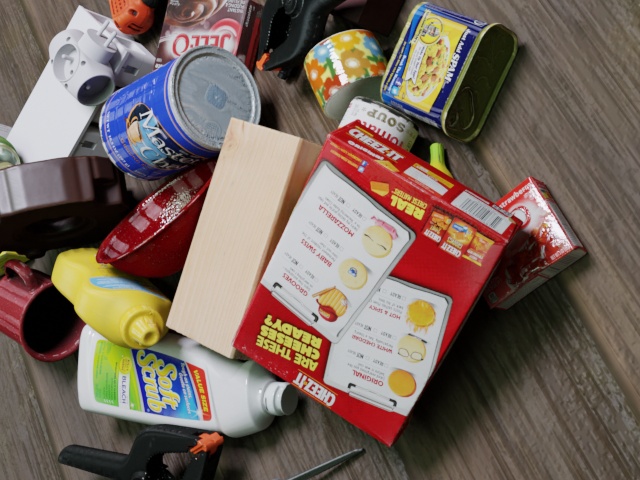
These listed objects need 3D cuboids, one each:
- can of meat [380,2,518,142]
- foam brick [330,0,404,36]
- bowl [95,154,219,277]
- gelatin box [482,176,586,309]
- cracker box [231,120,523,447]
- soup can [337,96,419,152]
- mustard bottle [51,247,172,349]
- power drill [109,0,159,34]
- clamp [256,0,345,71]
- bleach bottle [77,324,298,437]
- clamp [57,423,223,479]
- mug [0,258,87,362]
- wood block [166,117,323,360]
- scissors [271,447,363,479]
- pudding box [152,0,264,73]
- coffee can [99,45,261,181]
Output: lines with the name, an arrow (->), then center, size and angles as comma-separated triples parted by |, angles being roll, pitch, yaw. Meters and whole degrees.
can of meat -> 0.108, -0.147, 0.921 | 0.084, 0.057, 0.102 | 31, 101, 38
foam brick -> 0.032, -0.230, 0.995 | 0.078, 0.051, 0.053 | 29, 100, 36
bowl -> -0.145, -0.014, 1.061 | 0.162, 0.055, 0.162 | -34, 19, 14
gelatin box -> 0.160, 0.004, 0.874 | 0.089, 0.030, 0.073 | -39, 61, 26
cracker box -> 0.043, 0.035, 0.875 | 0.164, 0.072, 0.214 | 32, 117, 12
soup can -> 0.036, -0.067, 0.945 | 0.069, 0.068, 0.102 | 25, 86, 37
mustard bottle -> -0.198, 0.062, 1.057 | 0.192, 0.096, 0.058 | 32, 104, 58
power drill -> -0.171, -0.341, 1.165 | 0.188, 0.057, 0.184 | -29, 65, 32
clamp -> -0.008, -0.214, 0.960 | 0.120, 0.039, 0.172 | 58, 138, 40
bleach bottle -> -0.131, 0.136, 1.053 | 0.251, 0.068, 0.102 | 1, 87, 35
clamp -> -0.163, 0.249, 1.047 | 0.210, 0.036, 0.164 | -31, 83, 35
mug -> -0.316, 0.069, 1.176 | 0.082, 0.117, 0.093 | 19, 50, 42
wood block -> -0.056, 0.001, 1.001 | 0.091, 0.090, 0.206 | 21, 95, 37
scissors -> -0.062, 0.227, 0.974 | 0.202, 0.096, 0.016 | -41, 41, 28
pudding box -> -0.116, -0.209, 1.111 | 0.114, 0.039, 0.090 | 15, 92, 37
coffee can -> -0.141, -0.123, 1.057 | 0.141, 0.102, 0.103 | -15, 73, 49
